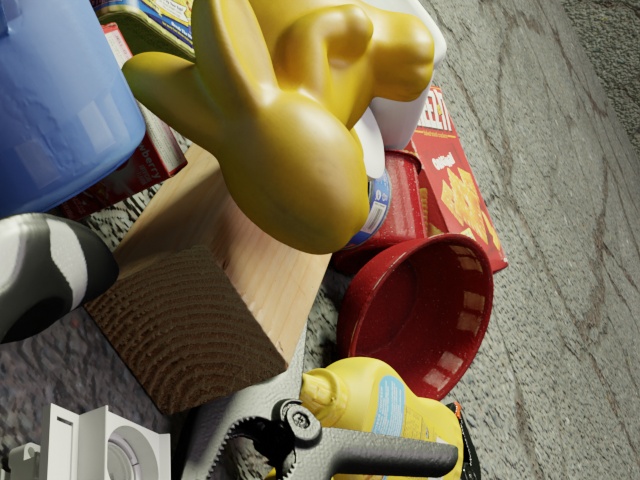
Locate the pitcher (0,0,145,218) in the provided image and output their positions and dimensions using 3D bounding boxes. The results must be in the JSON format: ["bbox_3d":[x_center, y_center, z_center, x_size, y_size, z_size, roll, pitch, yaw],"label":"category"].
[{"bbox_3d":[-0.174,-0.126,0.462,0.243,0.145,0.149,63,25,-18],"label":"pitcher"}]

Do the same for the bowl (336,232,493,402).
[{"bbox_3d":[0.065,0.061,0.848,0.161,0.055,0.162,-21,124,-35],"label":"bowl"}]

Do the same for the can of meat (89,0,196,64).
[{"bbox_3d":[-0.122,-0.156,0.698,0.102,0.058,0.084,29,46,-56],"label":"can of meat"}]

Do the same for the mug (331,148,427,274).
[{"bbox_3d":[0.044,-0.016,0.907,0.117,0.093,0.081,107,-23,-68],"label":"mug"}]

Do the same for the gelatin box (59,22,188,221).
[{"bbox_3d":[-0.126,-0.064,0.586,0.089,0.073,0.030,63,25,-12],"label":"gelatin box"}]

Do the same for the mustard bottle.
[{"bbox_3d":[0.035,0.138,0.768,0.191,0.058,0.096,40,59,-46],"label":"mustard bottle"}]

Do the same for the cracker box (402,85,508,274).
[{"bbox_3d":[0.108,-0.054,1.078,0.164,0.072,0.214,-6,74,-66],"label":"cracker box"}]

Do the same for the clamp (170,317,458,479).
[{"bbox_3d":[-0.010,0.121,0.641,0.164,0.036,0.209,43,39,7],"label":"clamp"}]

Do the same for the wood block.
[{"bbox_3d":[-0.054,0.001,0.665,0.091,0.090,0.206,58,26,-20],"label":"wood block"}]
